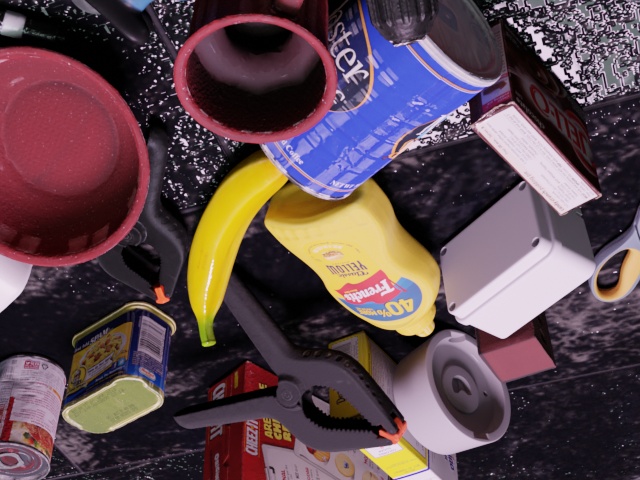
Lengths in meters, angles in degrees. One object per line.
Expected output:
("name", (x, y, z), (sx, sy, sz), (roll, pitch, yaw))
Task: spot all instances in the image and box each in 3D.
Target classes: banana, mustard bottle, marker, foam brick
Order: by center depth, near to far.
("marker", (-0.232, -0.152, 0.718), (0.121, 0.020, 0.020), (13, 135, -13))
("banana", (-0.067, -0.008, 0.840), (0.037, 0.070, 0.198), (-11, 138, -40))
("mustard bottle", (0.043, 0.022, 0.872), (0.096, 0.058, 0.191), (-10, 139, 32))
("foam brick", (0.164, 0.073, 0.915), (0.051, 0.078, 0.053), (-22, 135, 21))

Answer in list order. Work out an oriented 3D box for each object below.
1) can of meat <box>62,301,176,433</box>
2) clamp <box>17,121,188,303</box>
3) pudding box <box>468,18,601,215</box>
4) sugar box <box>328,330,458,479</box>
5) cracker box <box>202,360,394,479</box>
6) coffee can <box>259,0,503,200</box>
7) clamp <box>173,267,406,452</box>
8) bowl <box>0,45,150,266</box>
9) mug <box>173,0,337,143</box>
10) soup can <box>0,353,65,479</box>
("can of meat", (-0.181, 0.116, 0.957), (0.102, 0.084, 0.057), (-30, 129, 28))
("clamp", (-0.145, -0.021, 0.844), (0.120, 0.039, 0.171), (-14, 132, 22))
("pudding box", (0.146, -0.084, 0.738), (0.039, 0.090, 0.113), (-32, 128, 30))
("sugar box", (0.070, 0.171, 1.008), (0.048, 0.093, 0.176), (-22, 132, 22))
("cracker box", (-0.012, 0.236, 1.026), (0.213, 0.164, 0.072), (31, 126, -29))
("coffee can", (0.034, -0.106, 0.705), (0.102, 0.103, 0.141), (31, 129, -29))
("clamp", (-0.029, 0.132, 0.920), (0.210, 0.036, 0.165), (28, 117, 11))
("bowl", (-0.195, -0.065, 0.762), (0.162, 0.055, 0.162), (3, 114, 6))
("mug", (-0.032, -0.126, 0.621), (0.093, 0.081, 0.117), (15, 136, -15))
("soup can", (-0.278, 0.165, 0.996), (0.068, 0.102, 0.068), (0, 137, 0))
